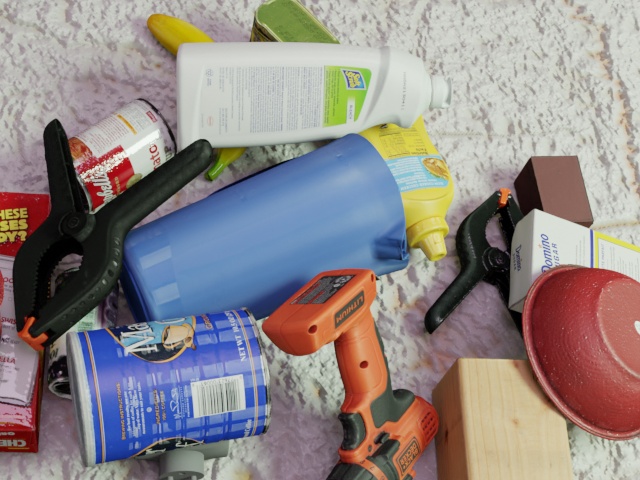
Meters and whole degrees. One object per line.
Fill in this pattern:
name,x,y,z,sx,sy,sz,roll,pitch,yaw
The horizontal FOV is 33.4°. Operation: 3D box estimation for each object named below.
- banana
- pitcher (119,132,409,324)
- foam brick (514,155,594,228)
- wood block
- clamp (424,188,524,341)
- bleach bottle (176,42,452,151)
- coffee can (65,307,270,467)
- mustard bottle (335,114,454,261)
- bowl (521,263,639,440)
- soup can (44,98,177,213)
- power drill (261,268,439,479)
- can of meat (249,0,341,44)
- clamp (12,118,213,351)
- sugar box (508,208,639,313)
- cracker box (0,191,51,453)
banana,-0.111,-0.154,1.056,0.069,0.037,0.198,-15,66,-18
pitcher,-0.056,0.001,0.943,0.242,0.149,0.145,-22,83,-17
foam brick,0.229,-0.039,1.051,0.051,0.053,0.078,-1,63,-11
wood block,0.152,0.210,0.882,0.090,0.091,0.206,3,62,-9
clamp,0.154,0.028,1.008,0.120,0.039,0.171,10,60,-17
bleach bottle,-0.005,-0.131,0.984,0.250,0.102,0.068,1,24,-4
coffee can,-0.119,0.112,0.825,0.140,0.103,0.103,-7,64,-17
mustard bottle,0.077,-0.066,1.032,0.096,0.058,0.192,-8,63,-31
bowl,0.251,0.084,0.903,0.161,0.055,0.162,15,59,-26
soup can,-0.192,-0.079,0.983,0.102,0.069,0.068,-36,74,-26
power drill,0.018,0.131,0.848,0.184,0.057,0.187,-41,120,-47
can of meat,-0.026,-0.181,1.060,0.057,0.084,0.102,-37,75,-26
clamp,-0.200,-0.012,0.873,0.165,0.036,0.210,16,67,27
sugar box,0.263,0.043,1.000,0.176,0.048,0.093,18,59,-13
cracker box,-0.310,0.065,0.883,0.164,0.072,0.213,2,61,-11
